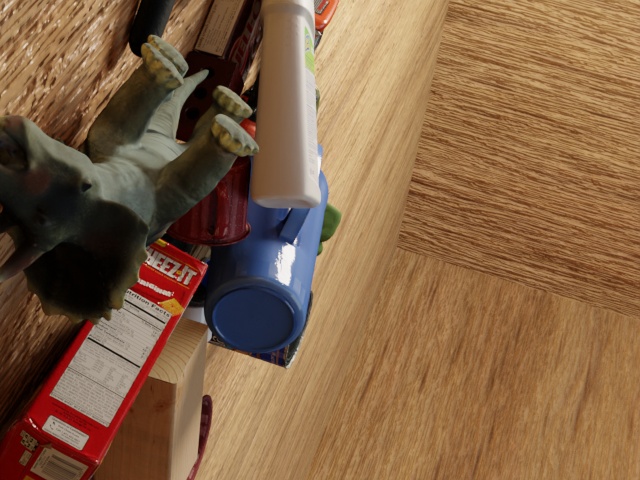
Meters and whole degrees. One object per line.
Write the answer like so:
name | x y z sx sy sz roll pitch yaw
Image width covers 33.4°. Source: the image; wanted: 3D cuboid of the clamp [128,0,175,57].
clamp | -0.111 -0.261 0.882 0.164 0.036 0.210 -65 171 -47

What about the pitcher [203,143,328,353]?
pitcher | -0.058 0.001 1.198 0.242 0.145 0.149 -85 163 -52

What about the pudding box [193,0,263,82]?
pudding box | -0.087 -0.220 1.098 0.090 0.039 0.113 69 39 -74

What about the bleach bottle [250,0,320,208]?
bleach bottle | -0.033 -0.162 1.086 0.102 0.068 0.251 36 55 -83

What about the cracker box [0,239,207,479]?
cracker box | -0.187 0.117 0.873 0.164 0.072 0.213 -52 -170 45

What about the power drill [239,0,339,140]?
power drill | -0.044 -0.201 1.222 0.188 0.057 0.184 -62 -175 31

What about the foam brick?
foam brick | -0.114 -0.136 1.048 0.051 0.053 0.078 72 34 -75

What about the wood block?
wood block | -0.179 0.179 1.113 0.090 0.090 0.206 -63 166 -50

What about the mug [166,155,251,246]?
mug | -0.111 -0.045 1.083 0.117 0.093 0.081 -119 -148 -60
